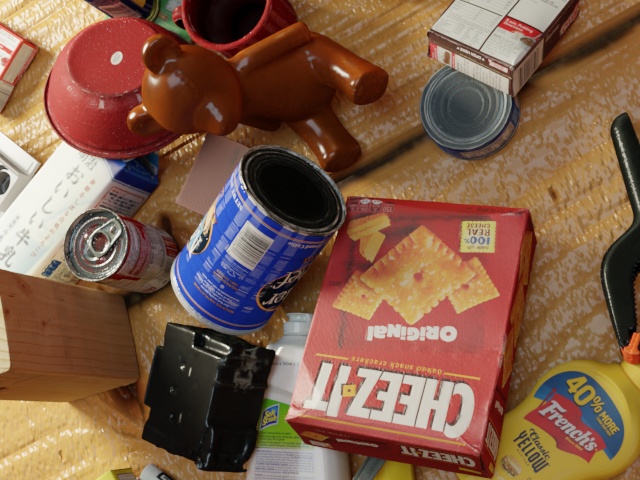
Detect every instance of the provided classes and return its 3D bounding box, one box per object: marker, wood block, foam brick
[{"bbox_3d":[-0.117,0.248,0.988,0.121,0.020,0.020,32,93,23],"label":"marker"},{"bbox_3d":[-0.260,0.092,0.969,0.091,0.205,0.090,-18,75,17],"label":"wood block"},{"bbox_3d":[-0.091,-0.056,1.013,0.053,0.051,0.078,25,91,22],"label":"foam brick"}]

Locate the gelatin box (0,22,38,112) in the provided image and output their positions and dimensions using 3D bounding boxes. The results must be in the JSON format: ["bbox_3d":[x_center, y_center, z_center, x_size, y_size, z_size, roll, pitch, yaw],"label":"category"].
[{"bbox_3d":[-0.356,-0.191,1.151,0.073,0.030,0.089,32,93,24],"label":"gelatin box"}]

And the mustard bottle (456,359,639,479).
[{"bbox_3d":[0.203,0.152,0.859,0.192,0.058,0.096,-38,62,11],"label":"mustard bottle"}]

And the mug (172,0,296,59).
[{"bbox_3d":[-0.084,-0.212,1.020,0.117,0.081,0.093,-3,80,21],"label":"mug"}]

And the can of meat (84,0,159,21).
[{"bbox_3d":[-0.204,-0.274,1.062,0.058,0.083,0.102,0,80,24],"label":"can of meat"}]

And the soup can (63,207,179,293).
[{"bbox_3d":[-0.186,0.012,1.010,0.069,0.102,0.068,-4,80,21],"label":"soup can"}]

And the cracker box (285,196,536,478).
[{"bbox_3d":[0.079,0.072,0.883,0.164,0.072,0.213,6,64,22],"label":"cracker box"}]

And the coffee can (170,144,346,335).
[{"bbox_3d":[-0.056,0.001,0.933,0.103,0.102,0.140,53,129,20],"label":"coffee can"}]

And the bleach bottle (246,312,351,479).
[{"bbox_3d":[-0.014,0.189,0.935,0.103,0.068,0.251,-2,78,22],"label":"bleach bottle"}]

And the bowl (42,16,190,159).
[{"bbox_3d":[-0.190,-0.159,1.017,0.162,0.055,0.162,-1,62,2],"label":"bowl"}]

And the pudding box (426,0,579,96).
[{"bbox_3d":[0.159,-0.189,0.925,0.090,0.039,0.113,30,65,24],"label":"pudding box"}]

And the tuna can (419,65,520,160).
[{"bbox_3d":[0.132,-0.117,0.946,0.086,0.033,0.086,-4,79,21],"label":"tuna can"}]
